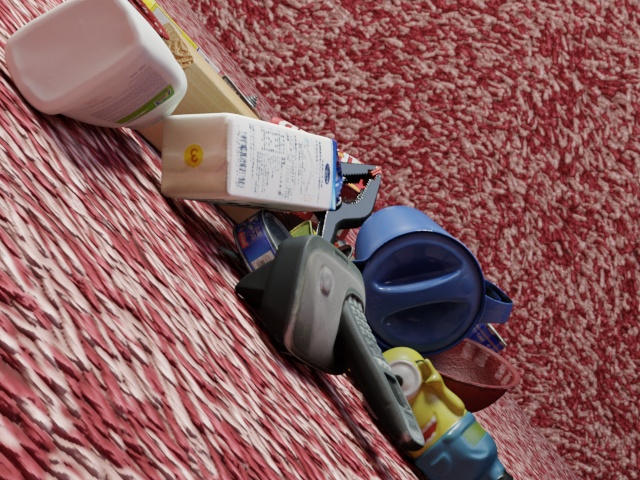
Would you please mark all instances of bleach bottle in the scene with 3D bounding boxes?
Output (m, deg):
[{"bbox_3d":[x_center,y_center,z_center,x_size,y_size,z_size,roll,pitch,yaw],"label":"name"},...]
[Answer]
[{"bbox_3d":[-0.167,-0.128,0.869,0.068,0.102,0.251,60,0,4],"label":"bleach bottle"}]

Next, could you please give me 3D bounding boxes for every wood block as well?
[{"bbox_3d":[-0.117,-0.115,1.112,0.206,0.091,0.090,45,8,-44],"label":"wood block"}]

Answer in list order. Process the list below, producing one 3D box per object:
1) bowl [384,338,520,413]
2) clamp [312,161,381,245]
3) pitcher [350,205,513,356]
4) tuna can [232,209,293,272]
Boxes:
[{"bbox_3d":[0.134,0.146,1.172,0.162,0.055,0.162,18,13,-5],"label":"bowl"},{"bbox_3d":[0.008,-0.035,1.320,0.209,0.036,0.164,-23,75,-38],"label":"clamp"},{"bbox_3d":[0.109,0.036,1.197,0.149,0.145,0.243,59,5,-11],"label":"pitcher"},{"bbox_3d":[-0.044,0.014,0.997,0.086,0.034,0.086,54,12,-17],"label":"tuna can"}]
